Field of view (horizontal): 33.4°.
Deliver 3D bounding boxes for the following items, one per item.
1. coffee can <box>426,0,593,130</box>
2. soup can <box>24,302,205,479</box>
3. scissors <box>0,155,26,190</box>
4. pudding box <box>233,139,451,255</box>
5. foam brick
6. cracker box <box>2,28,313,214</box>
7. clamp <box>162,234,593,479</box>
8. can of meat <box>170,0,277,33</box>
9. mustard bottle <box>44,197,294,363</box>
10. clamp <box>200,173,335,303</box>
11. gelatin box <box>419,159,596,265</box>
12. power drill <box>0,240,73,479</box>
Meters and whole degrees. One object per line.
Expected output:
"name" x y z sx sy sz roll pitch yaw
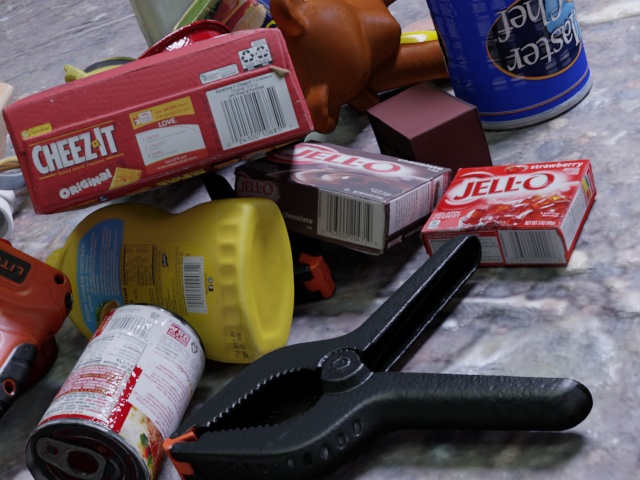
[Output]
"coffee can" 0.132 -0.166 0.773 0.103 0.140 0.103 -17 29 10
"soup can" -0.109 0.090 0.585 0.069 0.068 0.102 -10 31 21
"scissors" -0.242 -0.079 1.008 0.096 0.016 0.201 10 21 9
"pudding box" 0.014 -0.031 0.686 0.114 0.039 0.089 17 26 29
"foam brick" 0.076 -0.070 0.742 0.051 0.053 0.078 -27 28 -9
"cracker box" -0.100 -0.074 0.693 0.164 0.072 0.214 -18 5 -4
"clamp" 0.019 0.070 0.562 0.210 0.036 0.164 -20 29 5
"can of meat" -0.078 -0.193 0.982 0.102 0.083 0.057 -48 25 15
"mustard bottle" -0.109 0.024 0.668 0.192 0.096 0.058 -1 6 33
"clamp" -0.055 0.001 0.722 0.172 0.039 0.120 7 54 34
"gelatin box" 0.115 -0.017 0.649 0.089 0.030 0.073 -1 35 33
"power drill" -0.227 0.074 0.573 0.057 0.184 0.187 -45 22 46
